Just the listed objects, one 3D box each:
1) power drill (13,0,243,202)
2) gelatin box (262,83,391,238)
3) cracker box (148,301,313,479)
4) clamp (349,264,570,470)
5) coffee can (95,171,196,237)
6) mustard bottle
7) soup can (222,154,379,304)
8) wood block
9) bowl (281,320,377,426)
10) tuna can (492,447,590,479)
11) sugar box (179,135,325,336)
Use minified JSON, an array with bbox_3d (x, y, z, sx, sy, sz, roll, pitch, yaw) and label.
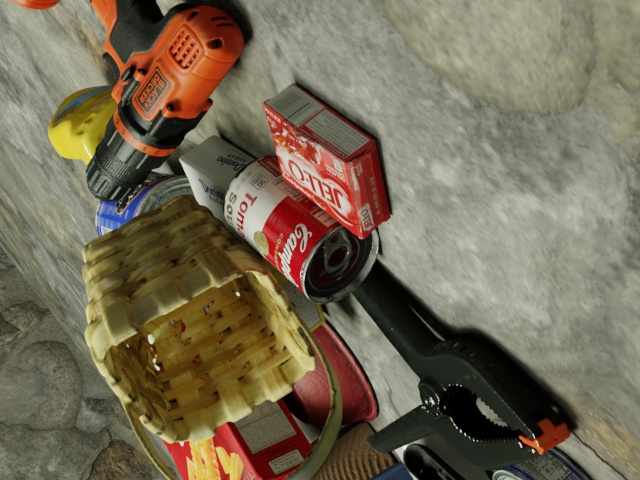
[{"bbox_3d":[-0.157,-0.143,0.780,0.188,0.057,0.185,51,124,11],"label":"power drill"},{"bbox_3d":[0.004,-0.052,0.706,0.089,0.030,0.073,40,157,36],"label":"gelatin box"},{"bbox_3d":[-0.103,0.180,1.054,0.214,0.072,0.164,54,145,25],"label":"cracker box"},{"bbox_3d":[0.087,0.113,0.754,0.210,0.036,0.164,26,132,48],"label":"clamp"},{"bbox_3d":[-0.148,-0.014,1.023,0.103,0.102,0.140,60,161,-19],"label":"coffee can"},{"bbox_3d":[-0.202,-0.111,0.992,0.192,0.096,0.058,17,140,60],"label":"mustard bottle"},{"bbox_3d":[-0.016,-0.010,0.770,0.102,0.068,0.068,40,157,37],"label":"soup can"},{"bbox_3d":[0.013,0.261,1.134,0.090,0.090,0.206,56,162,5],"label":"wood block"},{"bbox_3d":[-0.018,0.124,1.028,0.162,0.055,0.162,46,160,22],"label":"bowl"},{"bbox_3d":[0.160,0.182,0.738,0.086,0.033,0.086,46,160,22],"label":"tuna can"},{"bbox_3d":[-0.056,0.001,0.920,0.093,0.048,0.176,34,150,41],"label":"sugar box"}]
